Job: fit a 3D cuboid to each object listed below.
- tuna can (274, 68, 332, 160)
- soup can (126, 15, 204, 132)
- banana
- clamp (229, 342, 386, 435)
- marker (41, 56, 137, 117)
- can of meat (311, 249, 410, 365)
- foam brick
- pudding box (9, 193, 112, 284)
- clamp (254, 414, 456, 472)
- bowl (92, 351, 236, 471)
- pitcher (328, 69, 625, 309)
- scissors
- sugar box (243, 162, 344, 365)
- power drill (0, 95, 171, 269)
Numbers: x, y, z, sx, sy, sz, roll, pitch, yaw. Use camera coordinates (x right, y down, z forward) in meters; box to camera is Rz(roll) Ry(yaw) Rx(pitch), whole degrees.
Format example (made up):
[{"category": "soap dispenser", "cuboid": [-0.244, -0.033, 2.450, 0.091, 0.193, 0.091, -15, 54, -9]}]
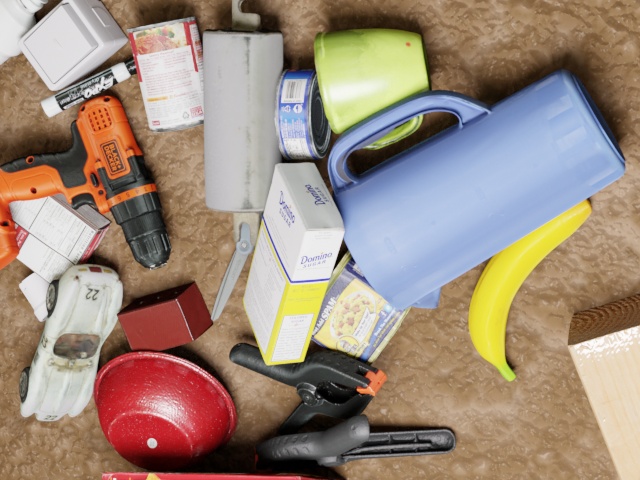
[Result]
[{"category": "tuna can", "cuboid": [-0.015, -0.118, 1.003, 0.034, 0.086, 0.086, 1, 106, 15]}, {"category": "soup can", "cuboid": [-0.144, -0.162, 1.041, 0.069, 0.068, 0.102, -6, 105, 19]}, {"category": "banana", "cuboid": [0.188, 0.038, 1.015, 0.069, 0.037, 0.198, 17, 113, -8]}, {"category": "clamp", "cuboid": [-0.014, 0.140, 1.073, 0.172, 0.039, 0.120, -22, 116, 41]}, {"category": "marker", "cuboid": [-0.223, -0.158, 1.073, 0.121, 0.020, 0.020, -26, 97, 1]}, {"category": "can of meat", "cuboid": [0.035, 0.071, 1.060, 0.084, 0.057, 0.102, 35, 114, 2]}, {"category": "foam brick", "cuboid": [-0.164, 0.083, 1.128, 0.078, 0.053, 0.051, -16, 101, 21]}, {"category": "pudding box", "cuboid": [-0.294, -0.013, 1.148, 0.113, 0.039, 0.090, 36, 111, 2]}, {"category": "clamp", "cuboid": [0.010, 0.206, 1.075, 0.210, 0.164, 0.036, -14, 67, 29]}, {"category": "bowl", "cuboid": [-0.173, 0.195, 1.136, 0.162, 0.055, 0.162, 7, 128, 8]}, {"category": "pitcher", "cuboid": [0.135, -0.056, 0.952, 0.243, 0.149, 0.145, -30, 61, 19]}, {"category": "scissors", "cuboid": [-0.057, 0.001, 1.089, 0.096, 0.016, 0.202, 14, 109, 16]}, {"category": "sugar box", "cuboid": [-0.027, 0.023, 0.993, 0.048, 0.093, 0.176, -2, 134, -24]}, {"category": "power drill", "cuboid": [-0.259, -0.035, 1.088, 0.187, 0.057, 0.184, -20, 87, 0]}]
